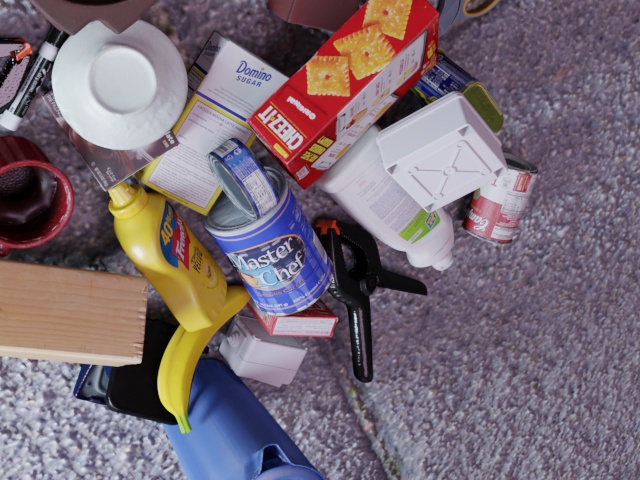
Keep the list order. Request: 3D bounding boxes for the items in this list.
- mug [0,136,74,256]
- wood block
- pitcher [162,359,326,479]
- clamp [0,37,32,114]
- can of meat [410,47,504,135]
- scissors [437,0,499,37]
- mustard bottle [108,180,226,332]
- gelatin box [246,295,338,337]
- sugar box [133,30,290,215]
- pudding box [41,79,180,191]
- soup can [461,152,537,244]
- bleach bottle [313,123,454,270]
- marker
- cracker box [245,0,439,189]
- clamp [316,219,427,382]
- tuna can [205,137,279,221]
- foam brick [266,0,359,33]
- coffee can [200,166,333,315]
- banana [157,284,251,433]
[{"bbox_3d":[-0.302,-0.041,1.048,0.093,0.082,0.117,9,112,-34],"label":"mug"},{"bbox_3d":[-0.288,0.073,1.081,0.205,0.090,0.091,9,77,-26],"label":"wood block"},{"bbox_3d":[-0.101,0.252,1.232,0.149,0.243,0.144,-50,129,4],"label":"pitcher"},{"bbox_3d":[-0.342,-0.127,1.003,0.171,0.039,0.120,-28,129,-13],"label":"clamp"},{"bbox_3d":[0.158,-0.163,1.232,0.057,0.084,0.102,-45,138,3],"label":"can of meat"},{"bbox_3d":[0.129,-0.259,1.213,0.201,0.016,0.096,-36,127,-7],"label":"scissors"},{"bbox_3d":[-0.169,0.005,1.145,0.058,0.096,0.191,-17,130,19],"label":"mustard bottle"},{"bbox_3d":[-0.034,0.084,1.282,0.089,0.073,0.030,4,115,-32],"label":"gelatin box"},{"bbox_3d":[-0.117,-0.123,1.132,0.093,0.048,0.176,28,98,-38],"label":"sugar box"},{"bbox_3d":[-0.208,-0.119,1.060,0.090,0.039,0.113,-34,104,-8],"label":"pudding box"},{"bbox_3d":[0.228,-0.054,1.357,0.068,0.069,0.102,4,114,-32],"label":"soup can"},{"bbox_3d":[0.089,-0.036,1.291,0.102,0.068,0.250,-45,132,-3],"label":"bleach bottle"},{"bbox_3d":[-0.275,-0.162,1.034,0.020,0.020,0.121,24,103,-38],"label":"marker"},{"bbox_3d":[0.028,-0.162,1.126,0.213,0.072,0.164,-44,171,0],"label":"cracker box"},{"bbox_3d":[0.058,0.048,1.322,0.164,0.036,0.210,-47,124,-35],"label":"clamp"},{"bbox_3d":[-0.080,-0.063,1.102,0.033,0.086,0.086,-37,129,-12],"label":"tuna can"},{"bbox_3d":[-0.006,-0.252,1.116,0.078,0.051,0.053,7,112,-33],"label":"foam brick"},{"bbox_3d":[-0.058,0.001,1.201,0.102,0.103,0.140,-35,129,-8],"label":"coffee can"},{"bbox_3d":[-0.138,0.117,1.213,0.069,0.037,0.197,55,48,-41],"label":"banana"}]
